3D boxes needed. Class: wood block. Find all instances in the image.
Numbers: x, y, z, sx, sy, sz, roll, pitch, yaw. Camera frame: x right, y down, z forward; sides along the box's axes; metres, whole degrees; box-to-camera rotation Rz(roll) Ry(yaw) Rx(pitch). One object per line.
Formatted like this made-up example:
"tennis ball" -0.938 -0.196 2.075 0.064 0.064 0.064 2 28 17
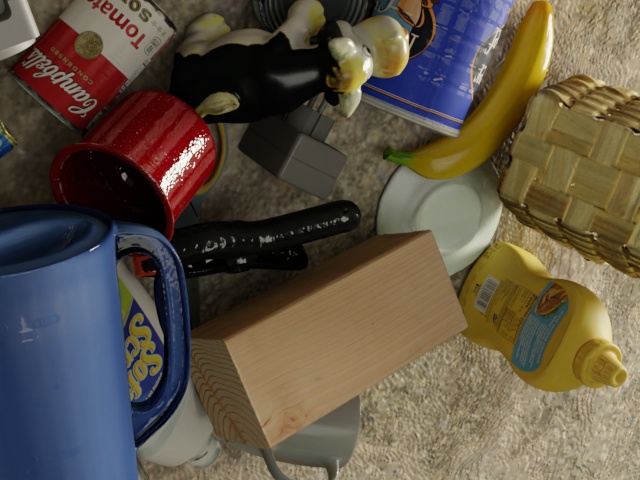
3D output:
"wood block" 0.004 0.074 0.852 0.205 0.090 0.091 -27 101 -30

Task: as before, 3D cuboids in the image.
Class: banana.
"banana" 0.142 -0.115 0.906 0.197 0.037 0.069 -46 122 -9

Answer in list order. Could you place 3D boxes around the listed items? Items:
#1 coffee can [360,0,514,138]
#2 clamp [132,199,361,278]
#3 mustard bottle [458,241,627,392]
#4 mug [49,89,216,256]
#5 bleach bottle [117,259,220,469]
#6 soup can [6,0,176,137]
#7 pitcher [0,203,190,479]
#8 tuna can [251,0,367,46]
"coffee can" 0.086 -0.163 0.826 0.102 0.103 0.140 16 102 -30
"clamp" -0.055 0.001 0.812 0.171 0.120 0.039 -7 68 -35
"mustard bottle" 0.195 0.076 0.923 0.058 0.192 0.096 21 100 -31
"mug" -0.125 -0.041 0.737 0.093 0.081 0.117 23 135 9
"bleach bottle" -0.149 0.093 0.838 0.102 0.068 0.250 -47 127 -17
"soup can" -0.157 -0.131 0.740 0.102 0.069 0.068 -48 122 -2
"pitcher" -0.174 0.103 0.696 0.144 0.149 0.243 -40 130 -57
"tuna can" -0.009 -0.187 0.811 0.086 0.034 0.086 -10 114 -23
